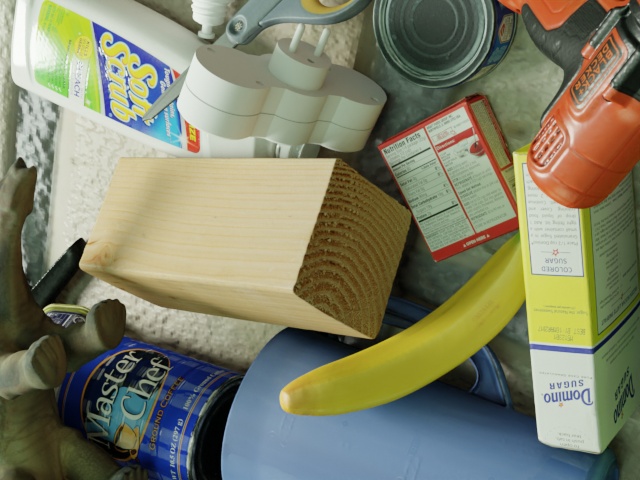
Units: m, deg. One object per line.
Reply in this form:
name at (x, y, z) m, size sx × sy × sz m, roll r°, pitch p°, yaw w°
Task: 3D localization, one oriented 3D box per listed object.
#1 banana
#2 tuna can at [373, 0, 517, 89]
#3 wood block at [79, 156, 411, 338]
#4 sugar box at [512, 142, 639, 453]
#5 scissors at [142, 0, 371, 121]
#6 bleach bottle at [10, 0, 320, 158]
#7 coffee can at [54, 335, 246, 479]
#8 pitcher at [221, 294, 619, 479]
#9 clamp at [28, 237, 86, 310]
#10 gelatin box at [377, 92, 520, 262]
banana at (0.066, 0.055, 0.664) m, size 0.198 × 0.037 × 0.069 m, roll -39°, pitch 119°, yaw 2°
tuna can at (0.076, -0.138, 0.663) m, size 0.086 × 0.033 × 0.086 m, roll 11°, pitch 111°, yaw 30°
wood block at (-0.054, 0.001, 0.724) m, size 0.207 × 0.090 × 0.091 m, roll 4°, pitch 70°, yaw 41°
sugar box at (0.154, 0.025, 0.627) m, size 0.048 × 0.093 × 0.176 m, roll 4°, pitch 107°, yaw 33°
scissors at (-0.035, -0.135, 0.702) m, size 0.096 × 0.016 × 0.202 m, roll 43°, pitch 103°, yaw 28°
bleach bottle at (-0.111, -0.117, 0.777) m, size 0.251 × 0.068 × 0.103 m, roll 25°, pitch 116°, yaw 22°
coffee can at (-0.127, 0.138, 0.844) m, size 0.140 × 0.102 × 0.103 m, roll 13°, pitch 112°, yaw 29°
pitcher at (0.069, 0.141, 0.711) m, size 0.243 × 0.144 × 0.149 m, roll 16°, pitch 125°, yaw 25°
clamp at (-0.255, 0.053, 0.942) m, size 0.120 × 0.039 × 0.171 m, roll 13°, pitch 119°, yaw 25°
gelatin box at (0.089, -0.040, 0.689) m, size 0.073 × 0.030 × 0.089 m, roll -26°, pitch 91°, yaw 38°
